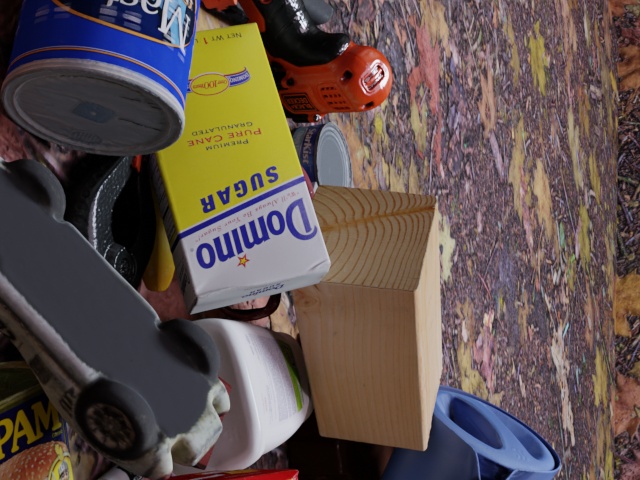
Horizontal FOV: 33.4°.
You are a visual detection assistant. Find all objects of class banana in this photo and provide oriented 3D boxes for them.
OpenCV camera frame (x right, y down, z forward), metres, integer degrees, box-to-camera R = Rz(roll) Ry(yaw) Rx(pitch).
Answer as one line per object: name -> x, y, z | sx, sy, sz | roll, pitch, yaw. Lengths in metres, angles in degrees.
banana -> -0.102, -0.063, 0.745 | 0.069, 0.037, 0.197 | 54, 39, -48

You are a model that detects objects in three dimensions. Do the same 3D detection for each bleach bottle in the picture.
bleach bottle -> -0.046, 0.113, 0.782 | 0.250, 0.068, 0.102 | 31, 45, -75

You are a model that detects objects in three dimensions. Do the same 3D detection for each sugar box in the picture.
sugar box -> -0.063, -0.049, 0.692 | 0.048, 0.093, 0.176 | 125, -52, -66

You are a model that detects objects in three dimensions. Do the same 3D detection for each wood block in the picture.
wood block -> 0.040, 0.064, 0.806 | 0.206, 0.091, 0.090 | 81, 21, -48

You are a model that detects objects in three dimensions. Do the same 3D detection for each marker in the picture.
marker -> -0.111, 0.140, 0.711 | 0.121, 0.020, 0.020 | -35, 118, -64

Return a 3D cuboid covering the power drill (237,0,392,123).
power drill -> -0.052, -0.165, 0.766 | 0.057, 0.185, 0.187 | -52, 121, -22

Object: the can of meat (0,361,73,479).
can of meat -> -0.169, 0.115, 0.534 | 0.102, 0.058, 0.084 | -25, 111, -65

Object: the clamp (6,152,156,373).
clamp -> -0.131, 0.025, 0.662 | 0.120, 0.039, 0.171 | 57, 42, -59

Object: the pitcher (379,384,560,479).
pitcher -> 0.097, 0.255, 0.942 | 0.149, 0.145, 0.243 | 12, 109, -47

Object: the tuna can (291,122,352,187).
tuna can -> -0.001, -0.065, 0.987 | 0.086, 0.034, 0.086 | -4, 90, -67

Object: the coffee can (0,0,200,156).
coffee can -> -0.122, -0.134, 0.625 | 0.102, 0.103, 0.140 | 43, 47, -58
